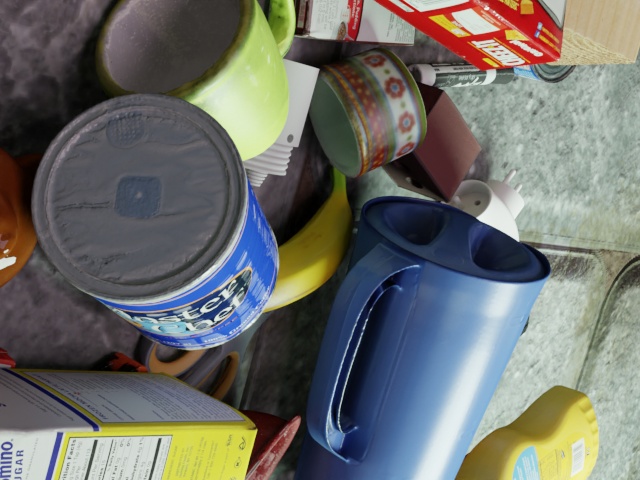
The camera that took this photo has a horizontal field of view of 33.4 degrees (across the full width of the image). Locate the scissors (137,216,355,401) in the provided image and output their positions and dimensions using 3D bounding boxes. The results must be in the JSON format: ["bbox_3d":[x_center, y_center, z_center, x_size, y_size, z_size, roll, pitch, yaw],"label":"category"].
[{"bbox_3d":[-0.052,0.038,0.721,0.201,0.016,0.096,-55,138,-14],"label":"scissors"}]

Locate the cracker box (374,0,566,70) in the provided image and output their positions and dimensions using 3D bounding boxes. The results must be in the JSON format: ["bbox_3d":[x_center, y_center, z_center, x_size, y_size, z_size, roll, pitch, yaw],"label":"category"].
[{"bbox_3d":[0.095,-0.235,0.670,0.163,0.072,0.213,18,76,-49],"label":"cracker box"}]

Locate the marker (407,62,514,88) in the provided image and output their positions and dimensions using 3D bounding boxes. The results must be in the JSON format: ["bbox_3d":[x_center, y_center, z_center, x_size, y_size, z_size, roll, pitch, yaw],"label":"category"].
[{"bbox_3d":[0.109,-0.127,0.816,0.120,0.020,0.020,-12,116,-44],"label":"marker"}]

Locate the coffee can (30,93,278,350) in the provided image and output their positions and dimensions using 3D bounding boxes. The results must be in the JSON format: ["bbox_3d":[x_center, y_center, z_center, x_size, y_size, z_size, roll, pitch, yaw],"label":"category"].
[{"bbox_3d":[-0.080,-0.004,0.563,0.102,0.103,0.140,-58,168,-11],"label":"coffee can"}]

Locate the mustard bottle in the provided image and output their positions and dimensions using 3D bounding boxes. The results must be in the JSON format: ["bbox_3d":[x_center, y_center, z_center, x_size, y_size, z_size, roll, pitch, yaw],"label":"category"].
[{"bbox_3d":[0.164,0.201,0.905,0.191,0.058,0.096,-23,120,-42],"label":"mustard bottle"}]

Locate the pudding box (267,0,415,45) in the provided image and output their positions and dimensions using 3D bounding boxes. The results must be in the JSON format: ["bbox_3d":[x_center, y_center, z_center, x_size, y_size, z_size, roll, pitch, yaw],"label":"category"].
[{"bbox_3d":[0.020,-0.173,0.685,0.113,0.039,0.090,-9,111,-48],"label":"pudding box"}]

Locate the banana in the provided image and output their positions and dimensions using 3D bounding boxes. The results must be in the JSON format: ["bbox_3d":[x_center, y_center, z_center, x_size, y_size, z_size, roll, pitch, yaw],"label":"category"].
[{"bbox_3d":[-0.041,0.014,0.698,0.197,0.070,0.037,-27,166,-39],"label":"banana"}]

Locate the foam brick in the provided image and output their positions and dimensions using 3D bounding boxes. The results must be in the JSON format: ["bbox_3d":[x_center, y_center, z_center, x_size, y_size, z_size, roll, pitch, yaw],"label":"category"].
[{"bbox_3d":[0.072,-0.073,0.775,0.051,0.053,0.078,-57,138,-12],"label":"foam brick"}]

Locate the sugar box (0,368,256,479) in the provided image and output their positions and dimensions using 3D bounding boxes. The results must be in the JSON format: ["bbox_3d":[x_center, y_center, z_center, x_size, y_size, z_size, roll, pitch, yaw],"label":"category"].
[{"bbox_3d":[-0.128,0.101,0.561,0.175,0.093,0.048,7,99,-47],"label":"sugar box"}]

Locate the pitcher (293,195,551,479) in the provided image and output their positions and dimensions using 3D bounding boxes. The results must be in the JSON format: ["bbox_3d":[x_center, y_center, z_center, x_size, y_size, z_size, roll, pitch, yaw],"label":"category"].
[{"bbox_3d":[0.053,0.100,0.750,0.149,0.145,0.243,13,110,-11],"label":"pitcher"}]
